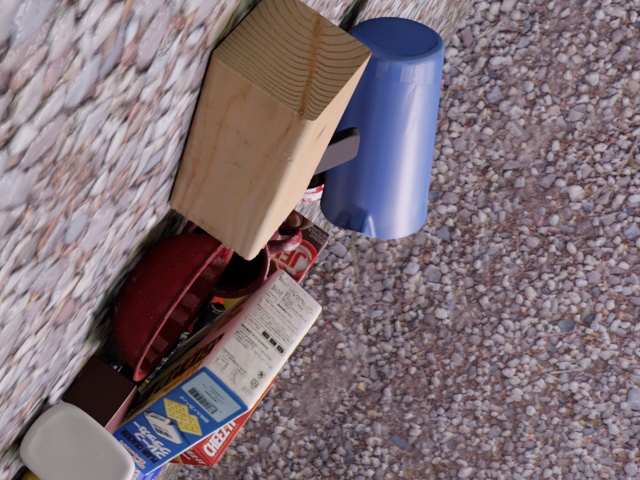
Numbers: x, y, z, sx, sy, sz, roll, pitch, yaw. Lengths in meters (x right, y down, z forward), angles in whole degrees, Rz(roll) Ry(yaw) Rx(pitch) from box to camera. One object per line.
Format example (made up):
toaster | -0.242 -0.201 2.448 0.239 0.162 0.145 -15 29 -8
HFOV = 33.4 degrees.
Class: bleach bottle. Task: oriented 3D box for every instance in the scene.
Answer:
bleach bottle | -0.238 0.216 1.050 0.068 0.102 0.251 -50 -178 -17

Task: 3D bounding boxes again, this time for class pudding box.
pudding box | -0.058 0.001 1.289 0.090 0.113 0.039 -55 180 -20

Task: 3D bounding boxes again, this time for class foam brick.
foam brick | -0.213 0.153 1.043 0.053 0.051 0.078 -54 176 -16

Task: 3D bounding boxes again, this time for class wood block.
wood block | -0.045 -0.085 0.846 0.090 0.090 0.206 -53 176 -33

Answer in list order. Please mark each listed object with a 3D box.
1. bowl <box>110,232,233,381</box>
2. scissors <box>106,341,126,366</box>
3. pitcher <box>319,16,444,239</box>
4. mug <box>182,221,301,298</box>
bowl | -0.145 0.049 0.987 0.162 0.055 0.162 -56 177 -5
scissors | -0.166 0.061 1.138 0.201 0.016 0.096 -53 177 -37
pitcher | 0.078 -0.137 1.255 0.144 0.149 0.243 -11 130 -22
mug | -0.076 0.000 1.084 0.081 0.117 0.093 -61 142 -65
